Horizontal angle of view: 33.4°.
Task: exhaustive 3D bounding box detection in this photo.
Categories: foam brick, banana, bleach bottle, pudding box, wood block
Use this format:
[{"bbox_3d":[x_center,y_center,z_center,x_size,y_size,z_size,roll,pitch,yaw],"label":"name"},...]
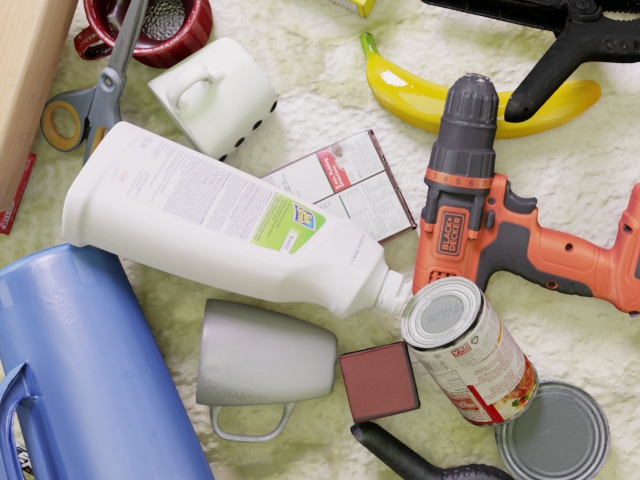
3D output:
[{"bbox_3d":[0.046,0.107,0.820,0.053,0.078,0.051,-14,85,3],"label":"foam brick"},{"bbox_3d":[0.119,-0.114,0.844,0.198,0.037,0.069,14,91,6],"label":"banana"},{"bbox_3d":[-0.055,0.001,0.790,0.251,0.068,0.102,23,51,3],"label":"bleach bottle"},{"bbox_3d":[0.008,-0.027,0.850,0.113,0.039,0.090,-25,88,6],"label":"pudding box"},{"bbox_3d":[-0.256,-0.132,0.808,0.091,0.090,0.206,20,96,-2],"label":"wood block"}]

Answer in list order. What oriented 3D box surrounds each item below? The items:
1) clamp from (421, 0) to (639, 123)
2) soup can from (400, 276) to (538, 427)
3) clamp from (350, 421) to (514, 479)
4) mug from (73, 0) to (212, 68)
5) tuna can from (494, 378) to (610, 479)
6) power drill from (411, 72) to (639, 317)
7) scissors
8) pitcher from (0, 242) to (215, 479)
[{"bbox_3d":[0.194,-0.157,0.805,0.209,0.036,0.164,-8,51,-11],"label":"clamp"},{"bbox_3d":[0.111,0.084,0.795,0.068,0.068,0.102,-37,125,2],"label":"soup can"},{"bbox_3d":[0.093,0.198,0.825,0.171,0.039,0.120,-1,109,2],"label":"clamp"},{"bbox_3d":[-0.142,-0.177,0.849,0.117,0.081,0.093,-33,85,3],"label":"mug"},{"bbox_3d":[0.179,0.150,0.828,0.086,0.033,0.086,0,87,5],"label":"tuna can"},{"bbox_3d":[0.170,-0.025,0.811,0.188,0.057,0.184,10,106,7],"label":"power drill"},{"bbox_3d":[-0.176,-0.126,0.824,0.096,0.016,0.202,27,130,18],"label":"scissors"},{"bbox_3d":[-0.175,0.129,0.804,0.145,0.149,0.243,-21,80,-8],"label":"pitcher"}]
